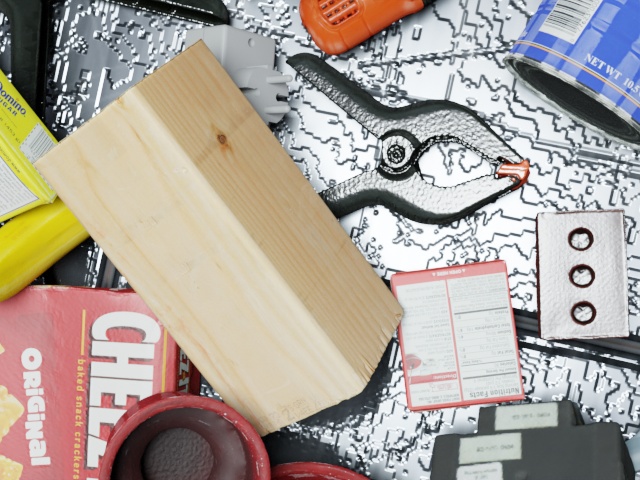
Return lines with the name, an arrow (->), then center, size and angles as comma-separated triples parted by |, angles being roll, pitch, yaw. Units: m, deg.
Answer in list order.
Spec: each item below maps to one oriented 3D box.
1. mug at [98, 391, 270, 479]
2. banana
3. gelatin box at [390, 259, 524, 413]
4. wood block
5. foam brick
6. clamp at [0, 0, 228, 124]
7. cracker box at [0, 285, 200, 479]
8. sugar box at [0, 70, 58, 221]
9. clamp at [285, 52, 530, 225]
mug -> -0.077, 0.141, 0.610 | 0.093, 0.082, 0.117 | -22, 94, -13
banana -> -0.155, -0.012, 0.675 | 0.070, 0.197, 0.037 | 9, 131, 42
gelatin box -> 0.086, 0.060, 0.672 | 0.073, 0.030, 0.089 | -8, 87, 8
wood block -> -0.054, 0.000, 0.624 | 0.090, 0.090, 0.206 | -30, 103, 32
foam brick -> 0.158, 0.021, 0.649 | 0.053, 0.051, 0.078 | -3, 88, 10
clamp -> -0.172, -0.177, 0.713 | 0.164, 0.036, 0.210 | -30, 78, -8
cracker box -> -0.190, 0.110, 0.695 | 0.214, 0.072, 0.164 | 2, 89, 9
sugar box -> -0.251, -0.042, 0.668 | 0.176, 0.048, 0.093 | -18, 121, 29
clamp -> 0.043, -0.044, 0.678 | 0.172, 0.039, 0.120 | 17, 98, 16
